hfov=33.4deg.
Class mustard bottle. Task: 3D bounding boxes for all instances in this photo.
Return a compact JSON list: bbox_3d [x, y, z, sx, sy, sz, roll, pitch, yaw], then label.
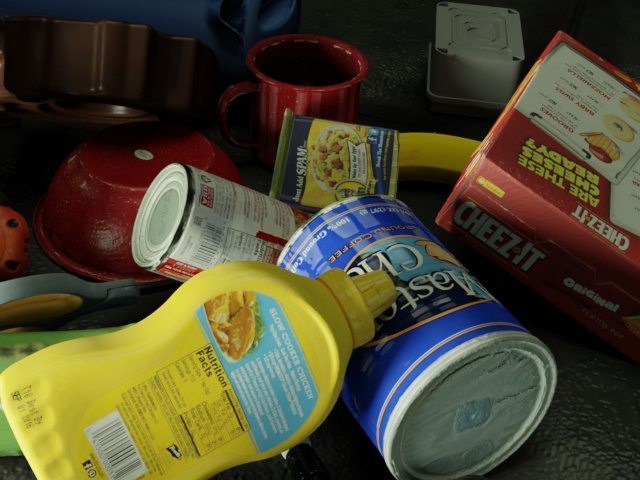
[{"bbox_3d":[-0.047,0.064,0.512,0.191,0.096,0.058,-27,14,-15],"label":"mustard bottle"}]

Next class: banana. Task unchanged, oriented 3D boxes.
[{"bbox_3d":[0.097,-0.048,0.802,0.198,0.037,0.069,5,65,5],"label":"banana"}]

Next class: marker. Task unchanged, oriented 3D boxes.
[{"bbox_3d":[-0.024,0.096,0.597,0.020,0.020,0.121,-10,38,-20],"label":"marker"}]

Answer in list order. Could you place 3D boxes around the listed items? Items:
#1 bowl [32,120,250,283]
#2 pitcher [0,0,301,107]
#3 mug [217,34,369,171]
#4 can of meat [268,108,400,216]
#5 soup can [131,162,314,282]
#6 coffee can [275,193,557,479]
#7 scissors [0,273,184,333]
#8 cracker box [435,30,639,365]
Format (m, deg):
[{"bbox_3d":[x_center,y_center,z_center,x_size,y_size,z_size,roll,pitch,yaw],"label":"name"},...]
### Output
[{"bbox_3d":[-0.120,-0.038,0.742,0.162,0.055,0.162,3,36,-2],"label":"bowl"},{"bbox_3d":[-0.142,-0.192,0.909,0.243,0.149,0.145,11,51,14],"label":"pitcher"},{"bbox_3d":[-0.023,-0.100,0.816,0.117,0.081,0.093,-13,39,-24],"label":"mug"},{"bbox_3d":[0.009,-0.037,0.740,0.084,0.057,0.102,8,54,0],"label":"can of meat"},{"bbox_3d":[-0.054,0.001,0.649,0.102,0.069,0.068,21,26,-31],"label":"soup can"},{"bbox_3d":[0.048,0.053,0.594,0.102,0.103,0.140,-14,39,-24],"label":"coffee can"},{"bbox_3d":[-0.138,0.041,0.650,0.201,0.096,0.016,1,61,-57],"label":"scissors"},{"bbox_3d":[0.189,-0.038,0.727,0.164,0.072,0.213,35,41,3],"label":"cracker box"}]
